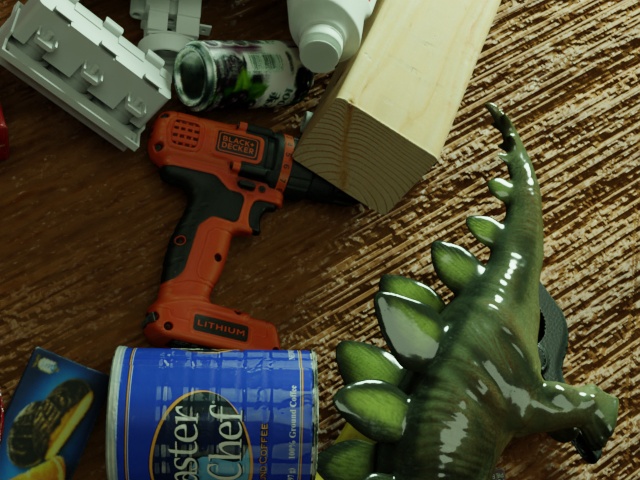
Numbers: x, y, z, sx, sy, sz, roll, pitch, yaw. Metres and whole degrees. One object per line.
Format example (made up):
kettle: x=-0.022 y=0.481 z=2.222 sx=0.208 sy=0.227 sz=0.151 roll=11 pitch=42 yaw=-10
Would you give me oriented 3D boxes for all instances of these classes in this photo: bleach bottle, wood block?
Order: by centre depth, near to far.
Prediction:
bleach bottle: x=0.015 y=-0.215 z=0.837 sx=0.068 sy=0.102 sz=0.250 roll=-10 pitch=45 yaw=19
wood block: x=0.066 y=-0.137 z=0.858 sx=0.090 sy=0.091 sz=0.206 roll=31 pitch=54 yaw=-9

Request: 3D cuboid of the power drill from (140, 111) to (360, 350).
power drill: x=-0.055 y=0.001 z=0.833 sx=0.184 sy=0.057 sz=0.187 roll=12 pitch=70 yaw=-13

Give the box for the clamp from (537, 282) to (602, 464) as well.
clamp: x=0.160 y=0.106 z=0.876 sx=0.120 sy=0.039 sz=0.171 roll=-5 pitch=73 yaw=-23

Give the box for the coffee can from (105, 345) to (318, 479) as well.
coffee can: x=-0.075 y=0.127 z=0.752 sx=0.140 sy=0.103 sz=0.103 roll=1 pitch=75 yaw=-4
